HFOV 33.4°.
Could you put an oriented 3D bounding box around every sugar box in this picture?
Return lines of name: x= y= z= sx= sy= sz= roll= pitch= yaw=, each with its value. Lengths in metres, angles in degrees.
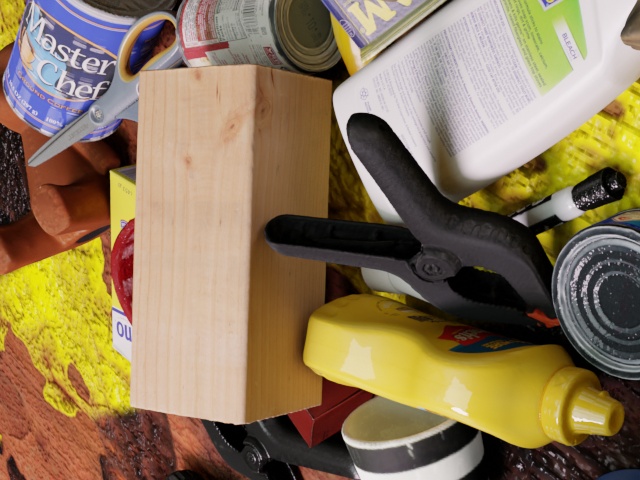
sugar box: x=-0.135 y=0.032 z=0.893 sx=0.093 sy=0.048 sz=0.176 roll=30 pitch=124 yaw=39

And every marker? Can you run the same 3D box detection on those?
marker: x=0.122 y=-0.013 z=0.598 sx=0.121 sy=0.020 sz=0.020 roll=-29 pitch=82 yaw=50

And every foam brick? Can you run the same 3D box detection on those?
foam brick: x=0.001 y=0.100 z=0.735 sx=0.051 sy=0.053 sz=0.078 roll=55 pitch=163 yaw=19

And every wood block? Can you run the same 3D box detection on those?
wood block: x=-0.055 y=0.001 z=0.662 sx=0.090 sy=0.090 sz=0.206 roll=3 pitch=92 yaw=33

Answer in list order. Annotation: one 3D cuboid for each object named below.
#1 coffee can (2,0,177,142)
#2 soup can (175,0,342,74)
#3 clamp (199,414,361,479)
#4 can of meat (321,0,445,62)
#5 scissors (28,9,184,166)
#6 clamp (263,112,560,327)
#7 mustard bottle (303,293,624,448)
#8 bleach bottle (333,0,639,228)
coffee can: x=-0.180 y=-0.159 z=0.824 sx=0.103 sy=0.102 sz=0.140 roll=56 pitch=139 yaw=18
soup can: x=-0.038 y=-0.139 z=0.695 sx=0.102 sy=0.068 sz=0.068 roll=5 pitch=108 yaw=48
clamp: x=-0.035 y=0.159 z=0.832 sx=0.210 sy=0.036 sz=0.165 roll=46 pitch=138 yaw=26
can of meat: x=0.038 y=-0.160 z=0.573 sx=0.102 sy=0.057 sz=0.084 roll=-33 pitch=101 yaw=34
scissors: x=-0.145 y=-0.084 z=0.786 sx=0.096 sy=0.016 sz=0.202 roll=51 pitch=126 yaw=7
clamp: x=0.054 y=0.005 z=0.591 sx=0.171 sy=0.039 sz=0.120 roll=34 pitch=145 yaw=-17
mustard bottle: x=0.086 y=0.076 z=0.613 sx=0.192 sy=0.096 sz=0.058 roll=14 pitch=95 yaw=46
bleach bottle: x=0.114 y=-0.093 z=0.543 sx=0.251 sy=0.067 sz=0.102 roll=-28 pitch=86 yaw=48
